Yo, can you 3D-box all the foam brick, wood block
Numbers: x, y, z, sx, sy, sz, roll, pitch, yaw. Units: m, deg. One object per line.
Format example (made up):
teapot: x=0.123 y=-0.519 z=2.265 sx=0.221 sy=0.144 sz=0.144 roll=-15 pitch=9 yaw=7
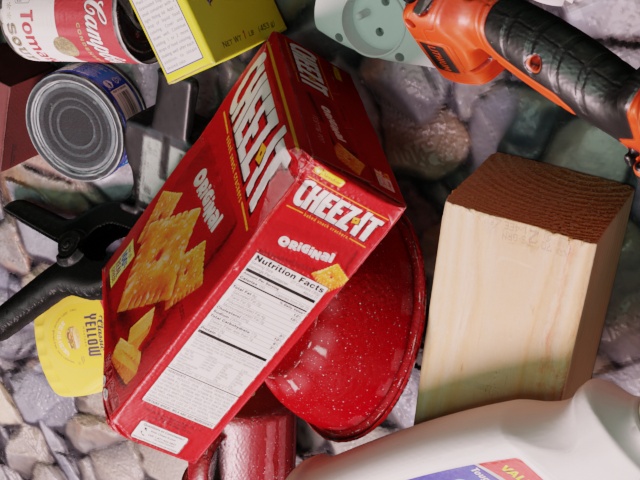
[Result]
foam brick: x=-0.241 y=-0.101 z=0.806 sx=0.051 sy=0.052 sz=0.078 roll=29 pitch=124 yaw=15
wood block: x=0.119 y=0.063 z=0.658 sx=0.090 sy=0.090 sz=0.206 roll=17 pitch=121 yaw=22

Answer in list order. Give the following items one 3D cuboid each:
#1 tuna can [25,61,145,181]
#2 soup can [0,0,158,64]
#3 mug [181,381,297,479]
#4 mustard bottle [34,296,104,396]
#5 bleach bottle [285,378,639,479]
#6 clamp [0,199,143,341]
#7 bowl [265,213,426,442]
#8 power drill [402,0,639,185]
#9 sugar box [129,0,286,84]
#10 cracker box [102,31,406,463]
tuna can: x=-0.172 y=-0.087 z=0.781 sx=0.086 sy=0.033 sz=0.086 roll=10 pitch=118 yaw=19
soup can: x=-0.157 y=-0.155 z=0.723 sx=0.102 sy=0.068 sz=0.068 roll=6 pitch=116 yaw=27
mug: x=-0.064 y=0.152 z=0.793 sx=0.093 sy=0.117 sz=0.081 roll=12 pitch=114 yaw=23
mustard bottle: x=-0.133 y=0.067 z=0.821 sx=0.192 sy=0.058 sz=0.096 roll=-8 pitch=88 yaw=31
bleach bottle: x=0.094 y=0.135 z=0.612 sx=0.251 sy=0.068 sz=0.102 roll=-33 pitch=94 yaw=35
clamp: x=-0.188 y=0.004 z=0.820 sx=0.172 sy=0.039 sz=0.120 roll=-17 pitch=63 yaw=17
bowl: x=-0.002 y=0.046 z=0.681 sx=0.162 sy=0.055 sz=0.162 roll=-27 pitch=57 yaw=53
power drill: x=0.142 y=-0.074 z=0.560 sx=0.188 sy=0.184 sz=0.057 roll=36 pitch=89 yaw=26
sugar box: x=-0.092 y=-0.193 z=0.651 sx=0.048 sy=0.093 sz=0.176 roll=-15 pitch=106 yaw=33
cracker box: x=-0.054 y=0.001 z=0.650 sx=0.072 sy=0.164 sz=0.214 roll=26 pitch=116 yaw=-26
